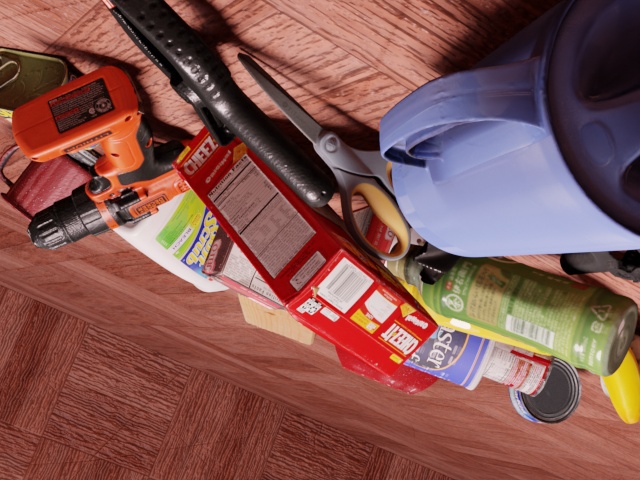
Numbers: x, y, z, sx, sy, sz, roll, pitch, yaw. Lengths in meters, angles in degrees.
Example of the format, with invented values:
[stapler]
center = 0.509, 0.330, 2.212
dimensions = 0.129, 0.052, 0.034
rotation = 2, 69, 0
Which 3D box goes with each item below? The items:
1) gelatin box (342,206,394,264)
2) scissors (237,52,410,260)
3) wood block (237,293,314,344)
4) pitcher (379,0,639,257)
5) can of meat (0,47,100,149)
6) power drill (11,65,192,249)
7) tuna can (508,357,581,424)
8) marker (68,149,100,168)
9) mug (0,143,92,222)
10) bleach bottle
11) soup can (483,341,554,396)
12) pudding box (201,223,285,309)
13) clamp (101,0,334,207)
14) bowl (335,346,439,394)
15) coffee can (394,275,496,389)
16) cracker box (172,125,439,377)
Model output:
[gelatin box]
center = 0.039, 0.008, 1.027
dimensions = 0.030, 0.073, 0.089
rotation = 25, 165, -18
[scissors]
center = 0.023, -0.078, 0.814
dimensions = 0.201, 0.096, 0.016
rotation = 59, 158, -17
[wood block]
center = -0.034, 0.051, 1.202
dimensions = 0.091, 0.090, 0.206
rotation = 19, 168, 2
[pitcher]
center = 0.117, -0.053, 0.576
dimensions = 0.149, 0.145, 0.243
rotation = 45, 165, -8
[can of meat]
center = -0.250, -0.127, 0.972
dimensions = 0.102, 0.057, 0.083
rotation = 14, 167, 28
[power drill]
center = -0.203, -0.067, 0.953
dimensions = 0.057, 0.184, 0.187
rotation = 62, 178, 22
[tuna can]
center = 0.277, 0.183, 1.320
dimensions = 0.086, 0.086, 0.034
rotation = 24, 167, -14
[marker]
center = -0.256, -0.090, 1.191
dimensions = 0.020, 0.020, 0.121
rotation = 10, 163, 36
[mug]
center = -0.309, -0.064, 1.206
dimensions = 0.117, 0.081, 0.093
rotation = 37, 179, -3
[bleach bottle]
center = -0.135, -0.009, 1.164
dimensions = 0.068, 0.102, 0.250
rotation = 32, 175, 29
[soup can]
center = 0.216, 0.134, 1.259
dimensions = 0.102, 0.068, 0.068
rotation = 22, 166, -2
[pudding box]
center = -0.057, 0.001, 1.056
dimensions = 0.089, 0.113, 0.039
rotation = 32, 163, -36
[clamp]
center = -0.077, -0.108, 0.756
dimensions = 0.165, 0.036, 0.209
rotation = 36, 170, 44
[bowl]
center = 0.079, 0.146, 1.297
dimensions = 0.162, 0.055, 0.162
rotation = 21, 174, 2
[coffee can]
center = 0.117, 0.091, 1.165
dimensions = 0.140, 0.103, 0.103
rotation = 20, 166, 2
[cracker box]
center = -0.015, 0.004, 0.907
dimensions = 0.164, 0.072, 0.214
rotation = 38, -172, -48
